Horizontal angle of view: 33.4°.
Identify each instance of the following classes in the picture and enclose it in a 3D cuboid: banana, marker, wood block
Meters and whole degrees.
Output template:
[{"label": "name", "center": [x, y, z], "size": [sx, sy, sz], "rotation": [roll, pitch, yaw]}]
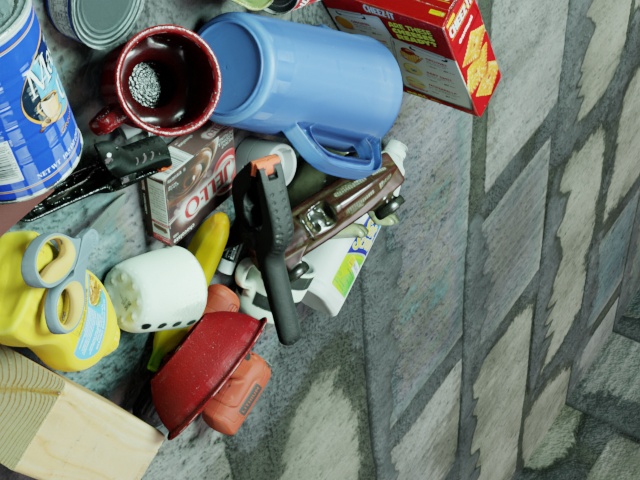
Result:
[{"label": "banana", "center": [-0.137, 0.048, 1.143], "size": [0.069, 0.037, 0.198], "rotation": [-108, -140, -64]}, {"label": "marker", "center": [-0.090, -0.019, 1.226], "size": [0.020, 0.020, 0.121], "rotation": [7, 106, -63]}, {"label": "wood block", "center": [-0.247, 0.183, 1.028], "size": [0.090, 0.091, 0.206], "rotation": [-60, 153, -12]}]

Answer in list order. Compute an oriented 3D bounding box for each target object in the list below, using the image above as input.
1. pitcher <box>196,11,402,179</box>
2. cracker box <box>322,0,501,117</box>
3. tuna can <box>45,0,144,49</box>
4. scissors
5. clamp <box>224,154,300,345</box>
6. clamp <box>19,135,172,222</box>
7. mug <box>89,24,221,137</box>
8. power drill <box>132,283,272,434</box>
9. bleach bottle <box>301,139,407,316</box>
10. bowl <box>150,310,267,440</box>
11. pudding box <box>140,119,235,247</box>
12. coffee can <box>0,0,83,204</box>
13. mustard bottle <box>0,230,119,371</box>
[{"label": "pitcher", "center": [-0.022, -0.154, 1.102], "size": [0.242, 0.149, 0.145], "rotation": [-2, 114, -58]}, {"label": "cracker box", "center": [0.110, -0.240, 1.242], "size": [0.072, 0.164, 0.213], "rotation": [-62, 154, -10]}, {"label": "tuna can", "center": [-0.184, -0.203, 0.877], "size": [0.086, 0.034, 0.086], "rotation": [-42, 146, -39]}, {"label": "scissors", "center": [-0.208, 0.020, 0.952], "size": [0.201, 0.016, 0.096], "rotation": [-39, 123, -72]}, {"label": "clamp", "center": [-0.057, 0.001, 1.102], "size": [0.036, 0.165, 0.210], "rotation": [-22, 149, -26]}, {"label": "clamp", "center": [-0.179, -0.066, 0.943], "size": [0.171, 0.120, 0.039], "rotation": [-32, 99, -53]}, {"label": "mug", "center": [-0.151, -0.129, 0.922], "size": [0.117, 0.082, 0.093], "rotation": [-43, 111, -15]}, {"label": "power drill", "center": [-0.134, 0.163, 1.256], "size": [0.184, 0.057, 0.187], "rotation": [-57, 153, -17]}, {"label": "bleach bottle", "center": [0.045, -0.028, 1.423], "size": [0.250, 0.068, 0.102], "rotation": [-61, 154, -14]}, {"label": "bowl", "center": [-0.126, 0.127, 1.107], "size": [0.162, 0.055, 0.162], "rotation": [-50, -175, 5]}, {"label": "pudding box", "center": [-0.133, -0.061, 1.088], "size": [0.113, 0.039, 0.090], "rotation": [-43, 147, -37]}, {"label": "coffee can", "center": [-0.241, -0.110, 0.774], "size": [0.102, 0.103, 0.140], "rotation": [-49, 150, -30]}, {"label": "mustard bottle", "center": [-0.235, 0.068, 0.977], "size": [0.191, 0.058, 0.096], "rotation": [51, 38, -62]}]
